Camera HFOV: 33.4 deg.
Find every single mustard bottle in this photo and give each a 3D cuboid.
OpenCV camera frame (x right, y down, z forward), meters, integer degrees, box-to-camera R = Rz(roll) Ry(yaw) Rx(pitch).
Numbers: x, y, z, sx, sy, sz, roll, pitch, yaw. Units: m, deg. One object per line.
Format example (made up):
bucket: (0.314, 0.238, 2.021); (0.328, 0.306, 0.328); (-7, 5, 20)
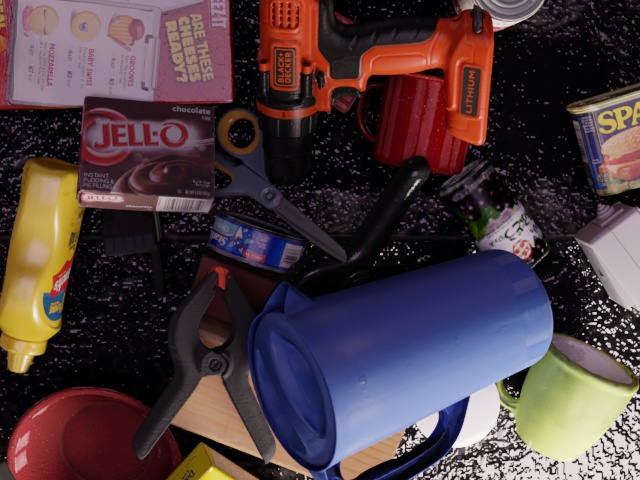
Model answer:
mustard bottle: (-0.250, 0.025, 0.949); (0.058, 0.096, 0.192); (14, 97, -3)

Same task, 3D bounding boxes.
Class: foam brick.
foam brick: (-0.078, 0.045, 0.975); (0.078, 0.053, 0.051); (20, 96, -3)

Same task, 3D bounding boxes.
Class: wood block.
wood block: (-0.032, 0.148, 0.970); (0.206, 0.090, 0.091); (22, 95, -3)

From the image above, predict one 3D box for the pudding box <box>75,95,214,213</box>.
pudding box: (-0.146, -0.071, 0.902); (0.113, 0.039, 0.090); (4, 67, -15)

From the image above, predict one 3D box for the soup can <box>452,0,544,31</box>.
soup can: (0.154, -0.218, 0.919); (0.068, 0.102, 0.068); (0, 97, -1)

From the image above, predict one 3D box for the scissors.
scissors: (-0.039, -0.056, 0.933); (0.202, 0.016, 0.096); (22, 79, 29)

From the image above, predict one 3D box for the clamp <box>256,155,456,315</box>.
clamp: (0.038, 0.035, 0.943); (0.210, 0.036, 0.164); (-37, 134, 4)

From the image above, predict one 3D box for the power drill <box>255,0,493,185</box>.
power drill: (0.041, -0.120, 0.855); (0.187, 0.057, 0.184); (3, 126, 4)

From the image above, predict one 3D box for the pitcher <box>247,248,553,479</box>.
pitcher: (0.073, 0.099, 0.887); (0.242, 0.145, 0.149); (-17, 141, -28)

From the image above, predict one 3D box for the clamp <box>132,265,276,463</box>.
clamp: (-0.082, 0.110, 0.900); (0.120, 0.039, 0.171); (14, 90, -20)

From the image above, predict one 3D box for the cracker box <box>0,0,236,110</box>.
cracker box: (-0.184, -0.198, 0.936); (0.213, 0.072, 0.164); (-2, 98, -1)

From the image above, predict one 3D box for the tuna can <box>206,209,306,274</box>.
tuna can: (-0.056, 0.001, 0.953); (0.086, 0.086, 0.034); (18, 95, -3)

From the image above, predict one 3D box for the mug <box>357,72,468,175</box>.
mug: (0.082, -0.107, 0.945); (0.117, 0.093, 0.081); (15, 100, 31)

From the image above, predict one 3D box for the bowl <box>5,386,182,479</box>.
bowl: (-0.203, 0.201, 0.986); (0.162, 0.055, 0.162); (1, 104, 2)
